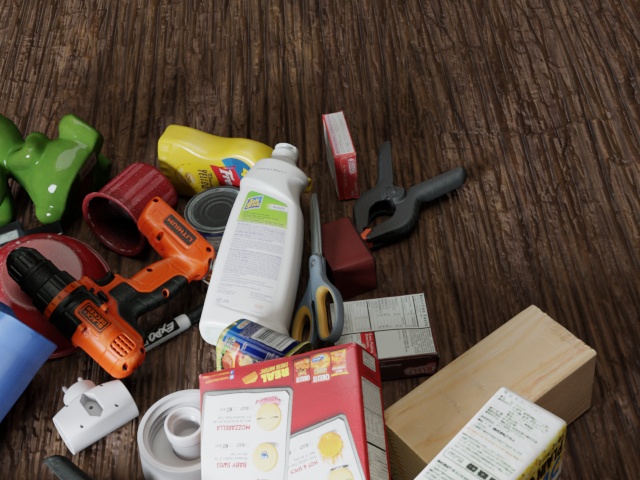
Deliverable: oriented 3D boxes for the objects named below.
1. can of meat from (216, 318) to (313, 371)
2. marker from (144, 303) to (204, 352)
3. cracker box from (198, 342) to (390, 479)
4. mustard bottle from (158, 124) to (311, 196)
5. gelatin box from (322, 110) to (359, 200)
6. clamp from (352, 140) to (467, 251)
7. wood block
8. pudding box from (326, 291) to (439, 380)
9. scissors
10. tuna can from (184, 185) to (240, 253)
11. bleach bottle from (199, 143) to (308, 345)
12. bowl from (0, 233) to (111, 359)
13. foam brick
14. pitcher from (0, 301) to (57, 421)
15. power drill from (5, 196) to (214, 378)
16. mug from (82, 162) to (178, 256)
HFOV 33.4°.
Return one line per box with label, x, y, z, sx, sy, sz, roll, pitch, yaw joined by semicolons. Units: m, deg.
can of meat;-0.058;0.137;1.085;0.084;0.102;0.057;21;35;29
marker;-0.176;0.104;1.191;0.121;0.020;0.020;-29;49;-20
cracker box;-0.022;0.213;0.952;0.164;0.072;0.213;-14;65;21
mustard bottle;-0.102;-0.084;1.315;0.192;0.096;0.058;12;47;18
gelatin box;0.027;-0.106;1.336;0.030;0.073;0.089;-11;45;-4
clamp;0.102;-0.049;1.295;0.120;0.039;0.171;11;54;23
wood block;0.162;0.166;1.036;0.205;0.091;0.090;-32;49;-22
pudding box;0.066;0.104;1.147;0.113;0.039;0.090;-5;44;-1
scissors;-0.013;0.045;1.186;0.016;0.096;0.202;19;35;-29
tuna can;-0.119;-0.026;1.273;0.086;0.034;0.086;-5;44;4
bleach bottle;-0.058;0.001;1.199;0.102;0.068;0.250;11;61;5
bowl;-0.312;0.050;1.201;0.162;0.055;0.162;4;60;-8
foam brick;0.026;0.021;1.225;0.051;0.053;0.078;-19;45;-12
pitcher;-0.376;0.168;1.050;0.145;0.149;0.242;14;68;55
power drill;-0.223;0.035;1.170;0.184;0.057;0.187;43;58;4
mug;-0.235;-0.039;1.303;0.117;0.093;0.081;-17;24;46
